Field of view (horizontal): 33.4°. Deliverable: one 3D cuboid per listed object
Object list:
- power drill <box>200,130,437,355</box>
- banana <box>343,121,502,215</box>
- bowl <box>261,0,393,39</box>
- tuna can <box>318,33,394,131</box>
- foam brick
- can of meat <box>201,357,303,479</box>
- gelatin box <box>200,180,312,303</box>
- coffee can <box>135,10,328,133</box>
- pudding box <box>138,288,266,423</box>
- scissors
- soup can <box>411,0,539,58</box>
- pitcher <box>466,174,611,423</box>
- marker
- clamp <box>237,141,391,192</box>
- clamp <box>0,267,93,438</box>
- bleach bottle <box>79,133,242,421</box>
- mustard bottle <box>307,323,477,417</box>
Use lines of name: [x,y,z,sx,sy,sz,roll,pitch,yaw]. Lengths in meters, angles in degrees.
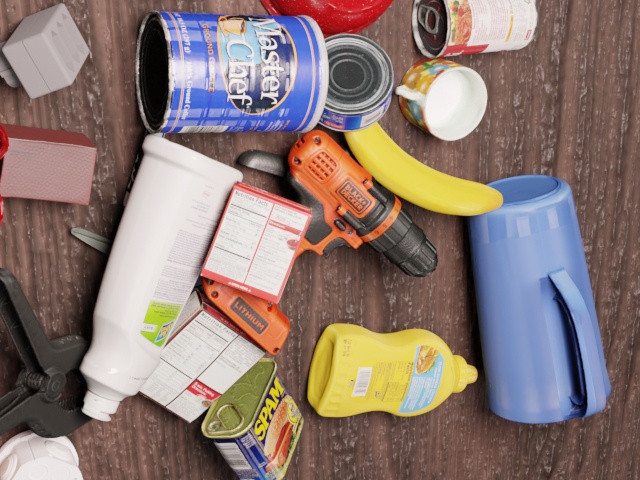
power drill: [-0.004,0.016,0.999,0.188,0.057,0.184,-45,109,5]
banana: [0.088,-0.073,1.013,0.197,0.037,0.069,38,82,-15]
bowl: [0.021,-0.253,0.946,0.161,0.055,0.162,-9,114,-22]
tuna can: [0.024,-0.145,0.975,0.086,0.086,0.034,-29,164,-13]
foam brick: [-0.235,-0.065,0.902,0.078,0.051,0.053,6,107,-28]
can of meat: [-0.064,0.182,1.061,0.084,0.058,0.102,63,34,-33]
gelatin box: [-0.056,0.001,0.938,0.073,0.030,0.089,21,100,-5]
coffee can: [-0.077,-0.143,0.916,0.140,0.103,0.103,-3,112,-24]
pudding box: [-0.122,0.112,1.025,0.113,0.039,0.090,-44,122,10]
scissors: [-0.132,0.019,1.007,0.096,0.016,0.201,-46,122,-4]
soup can: [0.147,-0.212,1.017,0.102,0.069,0.068,-10,114,-23]
pitcher: [0.228,0.062,1.113,0.144,0.149,0.243,-39,122,-54]
marker: [-0.160,-0.060,0.956,0.020,0.020,0.121,14,101,-30]
clamp: [0.002,-0.057,1.029,0.171,0.039,0.120,-28,122,-13]
clamp: [-0.250,0.131,0.927,0.209,0.036,0.164,45,62,-59]
bleach bottle: [-0.155,0.039,0.942,0.102,0.068,0.251,20,93,-63]
mustard bottle: [0.085,0.140,1.136,0.191,0.058,0.096,5,107,-27]
